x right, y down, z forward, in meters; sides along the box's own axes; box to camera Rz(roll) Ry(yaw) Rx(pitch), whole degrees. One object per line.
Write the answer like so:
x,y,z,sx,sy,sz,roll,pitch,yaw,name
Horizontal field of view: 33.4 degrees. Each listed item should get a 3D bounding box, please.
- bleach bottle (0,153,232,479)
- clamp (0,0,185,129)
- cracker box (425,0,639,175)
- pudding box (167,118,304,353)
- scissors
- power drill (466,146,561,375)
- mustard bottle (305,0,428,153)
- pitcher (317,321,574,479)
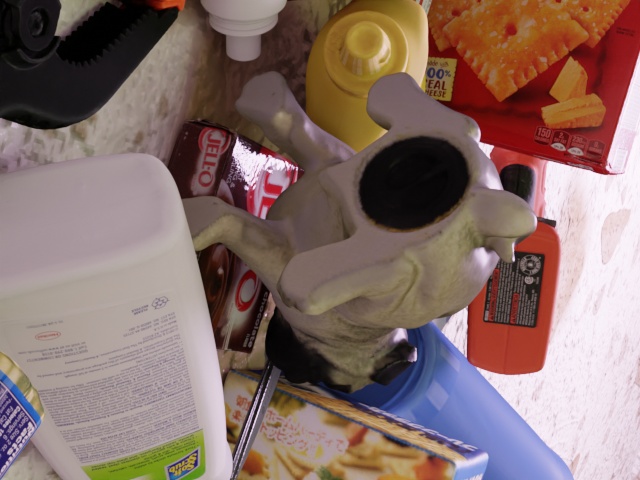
-0.096,0.075,0.494,0.102,0.068,0.251,-13,138,-9,bleach bottle
-0.119,-0.090,0.386,0.209,0.036,0.165,-39,138,-51,clamp
0.146,-0.166,0.707,0.072,0.164,0.214,-7,113,-64,cracker box
-0.054,0.001,0.569,0.090,0.039,0.113,21,88,-64,pudding box
-0.023,0.043,0.631,0.201,0.016,0.096,-56,145,-60,scissors
0.136,0.030,0.777,0.187,0.057,0.184,-62,154,-73,power drill
0.026,-0.083,0.581,0.191,0.058,0.096,52,63,-83,mustard bottle
0.083,0.147,0.798,0.242,0.149,0.145,50,48,-39,pitcher
